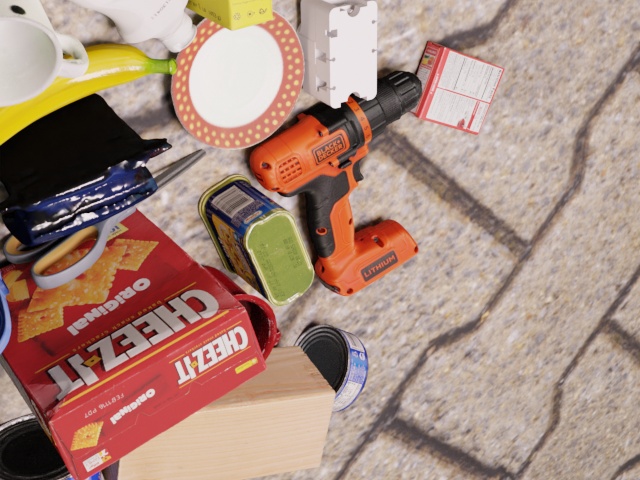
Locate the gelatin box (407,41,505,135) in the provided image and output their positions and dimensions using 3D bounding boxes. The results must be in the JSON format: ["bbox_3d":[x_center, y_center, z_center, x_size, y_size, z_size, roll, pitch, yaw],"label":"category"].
[{"bbox_3d":[0.133,-0.150,1.062,0.089,0.030,0.073,10,106,-38],"label":"gelatin box"}]

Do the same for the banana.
[{"bbox_3d":[-0.208,-0.110,0.812,0.197,0.070,0.037,-32,121,-26],"label":"banana"}]

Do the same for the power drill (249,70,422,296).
[{"bbox_3d":[0.036,-0.053,1.028,0.184,0.057,0.187,-30,125,-14],"label":"power drill"}]

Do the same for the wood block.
[{"bbox_3d":[-0.102,0.166,1.001,0.205,0.090,0.091,-3,119,-28],"label":"wood block"}]

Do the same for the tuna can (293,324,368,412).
[{"bbox_3d":[0.007,0.130,1.082,0.033,0.086,0.086,23,99,-42],"label":"tuna can"}]

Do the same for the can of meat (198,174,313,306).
[{"bbox_3d":[-0.056,0.001,0.971,0.057,0.084,0.102,-34,128,-17],"label":"can of meat"}]

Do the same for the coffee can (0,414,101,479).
[{"bbox_3d":[-0.243,0.240,0.951,0.102,0.103,0.140,-17,122,-28],"label":"coffee can"}]

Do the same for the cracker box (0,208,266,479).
[{"bbox_3d":[-0.168,0.067,0.840,0.164,0.214,0.072,-30,127,-19],"label":"cracker box"}]

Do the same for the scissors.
[{"bbox_3d":[-0.186,-0.027,0.899,0.201,0.096,0.016,-53,142,-44],"label":"scissors"}]
